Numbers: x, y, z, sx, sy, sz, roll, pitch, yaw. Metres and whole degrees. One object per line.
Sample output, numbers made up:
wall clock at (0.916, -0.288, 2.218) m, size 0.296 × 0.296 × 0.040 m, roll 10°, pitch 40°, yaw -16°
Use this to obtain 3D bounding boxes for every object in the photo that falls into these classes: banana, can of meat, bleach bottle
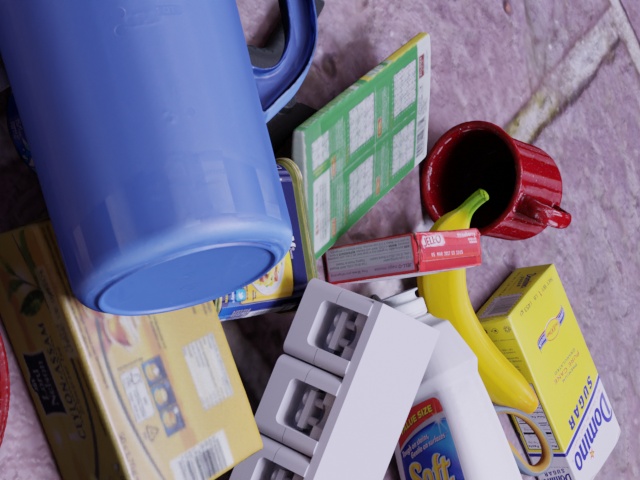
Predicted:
banana at (0.116, 0.058, 0.829) m, size 0.037 × 0.070 × 0.198 m, roll -65°, pitch 141°, yaw -60°
can of meat at (-0.054, 0.001, 0.676) m, size 0.083 × 0.058 × 0.102 m, roll -7°, pitch 86°, yaw -44°
bleach bottle at (0.092, 0.158, 0.773) m, size 0.067 × 0.103 × 0.251 m, roll -18°, pitch 88°, yaw -38°

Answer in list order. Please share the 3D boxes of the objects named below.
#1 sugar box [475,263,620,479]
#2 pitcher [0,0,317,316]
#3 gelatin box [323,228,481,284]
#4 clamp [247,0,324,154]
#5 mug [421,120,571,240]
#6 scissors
sugar box at (0.196, 0.119, 0.910) m, size 0.093 × 0.048 × 0.176 m, roll -40°, pitch 109°, yaw -43°
pitcher at (-0.086, -0.093, 0.540) m, size 0.144 × 0.149 × 0.243 m, roll 13°, pitch 56°, yaw -60°
gelatin box at (0.059, 0.011, 0.763) m, size 0.073 × 0.089 × 0.030 m, roll -4°, pitch 84°, yaw -45°
clamp at (-0.030, -0.092, 0.735) m, size 0.171 × 0.039 × 0.120 m, roll -39°, pitch 106°, yaw -43°
mug at (0.150, -0.039, 0.853) m, size 0.081 × 0.117 × 0.093 m, roll 9°, pitch 105°, yaw -49°
scissors at (0.093, 0.135, 0.819) m, size 0.201 × 0.016 × 0.096 m, roll 35°, pitch 81°, yaw -15°
